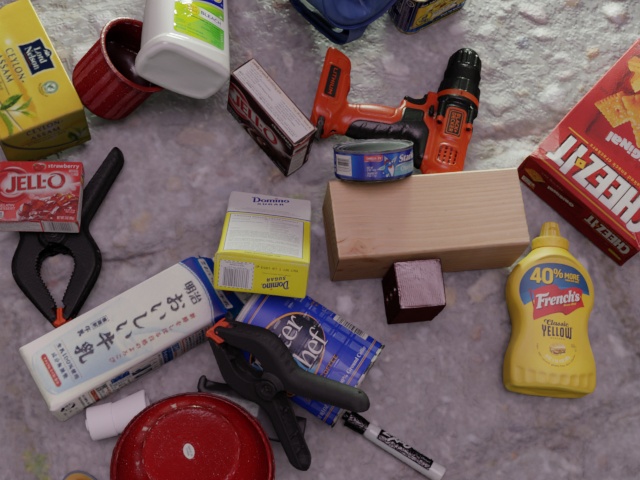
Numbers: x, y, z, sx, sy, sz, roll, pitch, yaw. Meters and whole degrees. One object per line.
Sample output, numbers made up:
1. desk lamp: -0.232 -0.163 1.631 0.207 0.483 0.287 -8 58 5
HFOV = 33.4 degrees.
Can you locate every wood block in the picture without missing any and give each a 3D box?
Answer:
1. wood block: 0.112 -0.016 1.167 0.206 0.090 0.091 -5 72 -6

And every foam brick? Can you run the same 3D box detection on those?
1. foam brick: 0.100 0.056 1.148 0.051 0.078 0.053 -4 73 -8

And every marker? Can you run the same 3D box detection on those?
1. marker: 0.076 0.216 1.124 0.121 0.020 0.020 32 72 5

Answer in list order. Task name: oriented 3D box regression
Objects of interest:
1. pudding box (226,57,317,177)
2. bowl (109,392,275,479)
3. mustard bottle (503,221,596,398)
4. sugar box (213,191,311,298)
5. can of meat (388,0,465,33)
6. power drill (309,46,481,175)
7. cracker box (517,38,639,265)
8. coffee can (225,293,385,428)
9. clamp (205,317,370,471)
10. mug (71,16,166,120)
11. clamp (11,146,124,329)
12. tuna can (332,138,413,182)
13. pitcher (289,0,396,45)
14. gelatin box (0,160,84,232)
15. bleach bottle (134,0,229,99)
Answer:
1. pudding box: -0.056 -0.136 1.190 0.039 0.090 0.113 -40 80 -17
2. bowl: -0.123 0.211 1.024 0.162 0.055 0.162 2 59 -4
3. mustard bottle: 0.251 0.072 1.167 0.096 0.058 0.191 6 71 -5
4. sugar box: -0.057 0.002 1.111 0.093 0.176 0.048 7 110 -2
5. can of meat: 0.132 -0.298 1.263 0.102 0.084 0.057 -27 76 -13
6. power drill: 0.089 -0.162 1.227 0.187 0.057 0.184 14 63 1
7. cracker box: 0.358 -0.105 1.227 0.164 0.072 0.213 42 74 9
8. coffee can: -0.019 0.113 1.106 0.140 0.103 0.102 33 72 5
9. clamp: -0.035 0.136 1.038 0.120 0.039 0.171 -40 93 27
10. mug: -0.215 -0.189 1.190 0.117 0.082 0.093 -23 83 -48
11. clamp: -0.298 -0.005 1.154 0.164 0.036 0.210 -1 68 -4
12. tuna can: 0.056 -0.086 1.135 0.086 0.086 0.034 -5 104 -7
13. pitcher: -0.017 -0.346 1.223 0.243 0.144 0.149 44 102 32
14. gelatin box: -0.299 -0.047 1.135 0.089 0.030 0.073 1 64 -4
15. bleach bottle: -0.153 -0.282 1.197 0.102 0.068 0.251 20 51 -34
